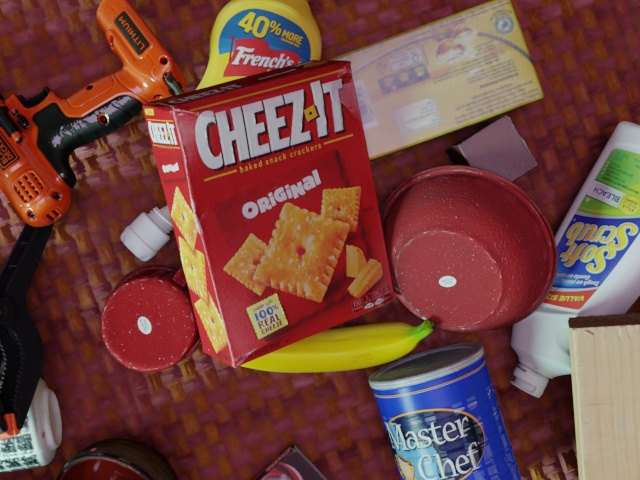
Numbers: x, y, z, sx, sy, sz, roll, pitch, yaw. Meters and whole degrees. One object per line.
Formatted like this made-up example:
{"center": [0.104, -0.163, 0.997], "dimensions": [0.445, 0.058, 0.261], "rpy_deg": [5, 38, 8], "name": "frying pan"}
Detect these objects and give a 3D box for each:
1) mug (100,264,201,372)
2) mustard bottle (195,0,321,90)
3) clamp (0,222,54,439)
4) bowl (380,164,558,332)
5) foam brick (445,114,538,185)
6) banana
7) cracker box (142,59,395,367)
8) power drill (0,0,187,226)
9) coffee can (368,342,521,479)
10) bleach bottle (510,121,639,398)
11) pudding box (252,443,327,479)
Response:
{"center": [-0.137, 0.059, 0.921], "dimensions": [0.093, 0.081, 0.117], "rpy_deg": [38, 90, -3], "name": "mug"}
{"center": [-0.052, -0.154, 0.921], "dimensions": [0.096, 0.058, 0.192], "rpy_deg": [21, 97, -8], "name": "mustard bottle"}
{"center": [-0.267, 0.056, 0.877], "dimensions": [0.036, 0.164, 0.210], "rpy_deg": [-20, 83, 35], "name": "clamp"}
{"center": [0.115, 0.020, 0.904], "dimensions": [0.162, 0.055, 0.162], "rpy_deg": [12, 121, 19], "name": "bowl"}
{"center": [0.148, -0.073, 0.933], "dimensions": [0.051, 0.078, 0.053], "rpy_deg": [-31, 93, 0], "name": "foam brick"}
{"center": [0.001, 0.090, 0.939], "dimensions": [0.198, 0.069, 0.037], "rpy_deg": [-7, 55, 5], "name": "banana"}
{"center": [-0.036, -0.026, 0.871], "dimensions": [0.164, 0.072, 0.214], "rpy_deg": [-19, 107, -27], "name": "cracker box"}
{"center": [-0.224, -0.130, 0.912], "dimensions": [0.187, 0.057, 0.184], "rpy_deg": [-38, 76, -1], "name": "power drill"}
{"center": [0.111, 0.171, 0.925], "dimensions": [0.103, 0.103, 0.140], "rpy_deg": [-18, 92, -2], "name": "coffee can"}
{"center": [0.246, 0.026, 0.933], "dimensions": [0.103, 0.068, 0.251], "rpy_deg": [30, 92, 41], "name": "bleach bottle"}
{"center": [-0.020, 0.253, 0.953], "dimensions": [0.090, 0.039, 0.113], "rpy_deg": [-43, 93, -1], "name": "pudding box"}
